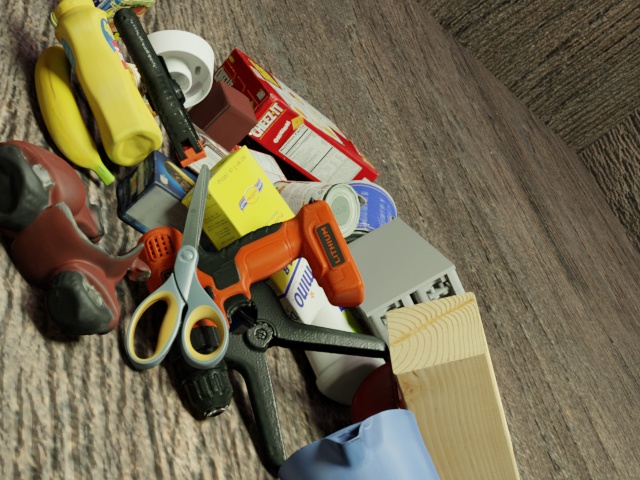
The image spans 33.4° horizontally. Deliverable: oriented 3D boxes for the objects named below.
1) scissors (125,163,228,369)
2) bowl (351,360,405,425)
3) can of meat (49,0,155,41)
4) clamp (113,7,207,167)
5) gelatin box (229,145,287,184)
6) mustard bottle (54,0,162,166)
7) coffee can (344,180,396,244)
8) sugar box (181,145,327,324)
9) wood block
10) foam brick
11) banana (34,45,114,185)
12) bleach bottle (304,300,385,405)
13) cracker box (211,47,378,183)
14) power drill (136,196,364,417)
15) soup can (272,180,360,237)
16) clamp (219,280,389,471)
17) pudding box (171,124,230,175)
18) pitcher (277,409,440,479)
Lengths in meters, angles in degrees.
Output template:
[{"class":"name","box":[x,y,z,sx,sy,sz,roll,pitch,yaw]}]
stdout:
[{"class":"scissors","box":[-0.103,0.029,0.941,0.096,0.201,0.016,22,-25,8]},{"class":"bowl","box":[0.069,0.198,1.086,0.162,0.055,0.162,-13,90,-81]},{"class":"can of meat","box":[-0.252,-0.271,1.246,0.057,0.084,0.102,51,21,4]},{"class":"clamp","box":[-0.165,-0.157,1.101,0.171,0.039,0.120,61,5,28]},{"class":"gelatin box","box":[-0.076,-0.078,1.349,0.073,0.030,0.089,58,21,22]},{"class":"mustard bottle","box":[-0.222,-0.174,1.078,0.096,0.058,0.192,82,-18,-77]},{"class":"coffee can","box":[0.047,-0.002,1.366,0.102,0.103,0.140,43,22,-18]},{"class":"sugar box","box":[-0.057,0.001,1.075,0.176,0.048,0.093,52,37,-13]},{"class":"wood block","box":[0.135,0.163,1.069,0.090,0.091,0.206,-93,166,-52]},{"class":"foam brick","box":[-0.124,-0.145,1.299,0.051,0.078,0.053,28,30,-41]},{"class":"banana","box":[-0.260,-0.140,1.081,0.198,0.037,0.069,66,4,32]},{"class":"bleach bottle","box":[-0.012,0.060,1.192,0.251,0.068,0.102,60,10,30]},{"class":"cracker box","box":[-0.039,-0.153,1.463,0.213,0.072,0.164,33,13,-35]},{"class":"power drill","box":[-0.059,0.051,0.970,0.057,0.187,0.184,100,-30,-67]},{"class":"soup can","box":[-0.011,-0.038,1.284,0.068,0.102,0.068,-5,97,-47]},{"class":"clamp","box":[-0.060,0.104,1.003,0.210,0.036,0.164,35,63,5]},{"class":"pudding box","box":[-0.113,-0.082,1.236,0.113,0.039,0.090,36,6,-30]},{"class":"pitcher","box":[0.069,0.281,0.917,0.148,0.145,0.243,4,52,-46]}]
